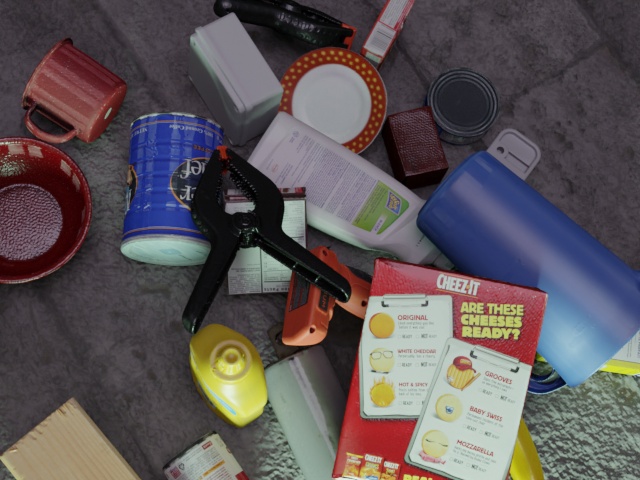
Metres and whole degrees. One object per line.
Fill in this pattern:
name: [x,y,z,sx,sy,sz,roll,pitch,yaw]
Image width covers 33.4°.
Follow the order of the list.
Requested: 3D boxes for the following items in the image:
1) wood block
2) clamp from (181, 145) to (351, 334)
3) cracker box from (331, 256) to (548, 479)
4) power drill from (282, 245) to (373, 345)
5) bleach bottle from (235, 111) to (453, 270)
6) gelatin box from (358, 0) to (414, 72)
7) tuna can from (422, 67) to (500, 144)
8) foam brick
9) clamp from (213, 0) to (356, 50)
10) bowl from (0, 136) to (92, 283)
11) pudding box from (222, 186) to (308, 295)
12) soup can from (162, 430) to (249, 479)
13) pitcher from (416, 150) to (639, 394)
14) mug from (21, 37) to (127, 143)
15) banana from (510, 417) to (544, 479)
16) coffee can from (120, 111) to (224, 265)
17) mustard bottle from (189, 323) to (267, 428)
wood block: [-0.211,0.266,1.051,0.090,0.090,0.206,-39,82,-15]
clamp: [-0.064,-0.007,1.057,0.164,0.036,0.210,-4,56,-11]
cracker box: [0.111,0.135,1.016,0.164,0.072,0.214,11,93,2]
power drill: [0.053,0.098,1.104,0.187,0.057,0.184,23,58,-28]
bleach bottle: [0.037,-0.036,1.175,0.251,0.068,0.102,33,87,-1]
gelatin box: [0.074,-0.235,1.227,0.030,0.073,0.089,28,73,1]
tuna can: [0.162,-0.155,1.235,0.086,0.034,0.086,1,75,-6]
foam brick: [0.106,-0.103,1.206,0.053,0.051,0.078,-12,76,-8]
clamp: [-0.045,-0.262,1.227,0.171,0.039,0.120,16,31,-19]
bowl: [-0.323,-0.027,1.137,0.162,0.055,0.162,1,74,-6]
pudding box: [-0.058,0.001,1.137,0.090,0.039,0.113,-2,113,-4]
soup can: [-0.105,0.253,1.077,0.068,0.068,0.102,-34,80,-14]
pitcher: [0.211,0.032,1.099,0.243,0.145,0.149,43,67,9]
mug: [-0.270,-0.152,1.157,0.081,0.093,0.117,34,55,-1]
banana: [0.187,0.185,1.129,0.037,0.069,0.198,-30,87,24]
coffee can: [-0.156,-0.053,1.138,0.102,0.103,0.140,3,74,-5]
mustard bottle: [-0.091,0.130,1.048,0.058,0.192,0.096,-32,80,-13]
